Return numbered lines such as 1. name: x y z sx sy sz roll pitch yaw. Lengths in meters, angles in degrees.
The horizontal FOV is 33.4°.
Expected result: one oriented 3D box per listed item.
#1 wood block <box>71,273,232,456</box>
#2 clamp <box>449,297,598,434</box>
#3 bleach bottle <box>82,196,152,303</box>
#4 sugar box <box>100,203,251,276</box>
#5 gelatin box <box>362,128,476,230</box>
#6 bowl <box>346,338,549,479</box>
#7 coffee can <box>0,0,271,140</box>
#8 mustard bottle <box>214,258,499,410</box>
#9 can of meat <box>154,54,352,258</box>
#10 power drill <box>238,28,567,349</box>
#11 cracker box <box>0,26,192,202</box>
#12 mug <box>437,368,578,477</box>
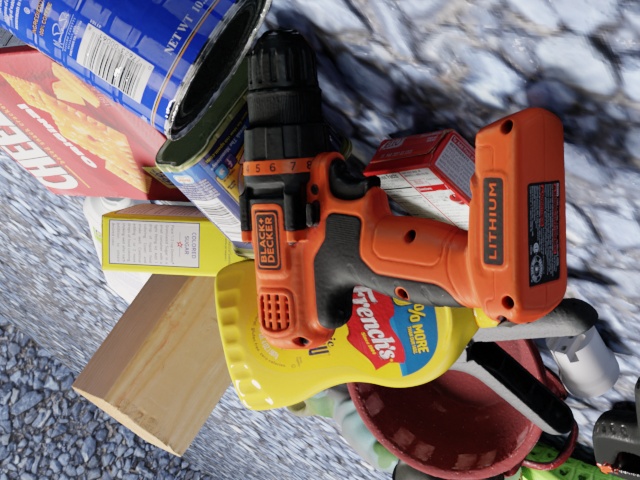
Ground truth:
1. wood block: -0.111 0.073 0.936 0.090 0.206 0.091 42 161 -23
2. clamp: 0.102 0.071 0.720 0.172 0.039 0.120 15 129 29
3. bleach bottle: -0.196 0.002 1.138 0.102 0.068 0.251 31 160 9
4. sugar box: -0.055 0.001 0.751 0.176 0.048 0.093 5 -172 10
5. gelatin box: 0.080 -0.027 0.638 0.089 0.030 0.073 41 162 -21
6. bowl: 0.100 0.094 0.798 0.162 0.055 0.162 10 111 28
7. coffee can: -0.110 -0.134 0.573 0.140 0.102 0.103 33 162 1
8. mustard bottle: 0.034 0.045 0.664 0.192 0.096 0.058 -11 -178 15
9. can of meat: -0.041 -0.054 0.665 0.058 0.102 0.084 5 145 52
10. power drill: 0.036 -0.028 0.574 0.188 0.184 0.057 1 -172 40
11. cracker box: -0.170 -0.100 0.772 0.214 0.072 0.164 4 147 41
12. mug: 0.151 0.144 0.868 0.117 0.081 0.093 28 161 17
